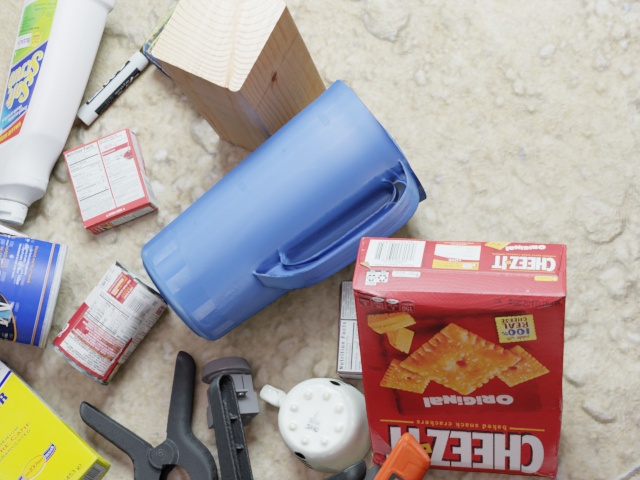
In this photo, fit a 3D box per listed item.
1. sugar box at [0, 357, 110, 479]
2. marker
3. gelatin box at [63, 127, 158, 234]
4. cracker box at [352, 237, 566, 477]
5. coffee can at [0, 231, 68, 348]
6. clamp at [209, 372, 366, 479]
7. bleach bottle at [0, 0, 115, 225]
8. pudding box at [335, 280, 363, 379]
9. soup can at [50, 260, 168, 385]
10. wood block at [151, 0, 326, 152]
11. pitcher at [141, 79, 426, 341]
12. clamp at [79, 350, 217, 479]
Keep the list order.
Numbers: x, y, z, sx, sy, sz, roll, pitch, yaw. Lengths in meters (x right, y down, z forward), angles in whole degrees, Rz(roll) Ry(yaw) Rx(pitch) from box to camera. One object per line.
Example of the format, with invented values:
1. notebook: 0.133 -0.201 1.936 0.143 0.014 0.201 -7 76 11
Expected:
1. sugar box: -0.290 0.190 1.009 0.176 0.048 0.093 37 76 23
2. marker: -0.207 -0.169 1.113 0.121 0.020 0.020 -46 72 -2
3. gelatin box: -0.212 -0.061 1.082 0.073 0.030 0.089 -21 73 7
4. cracker box: 0.117 0.101 0.882 0.164 0.214 0.072 2 39 12
5. coffee can: -0.320 0.040 1.014 0.140 0.103 0.103 12 78 -13
6. clamp: -0.050 0.239 0.921 0.165 0.036 0.210 20 102 31
7. bleach bottle: -0.283 -0.139 1.089 0.103 0.068 0.251 1 76 44
8. pudding box: 0.072 0.084 0.984 0.113 0.039 0.090 1 77 13
9. soup can: -0.201 0.079 1.025 0.068 0.068 0.102 36 85 17
10. wood block: -0.066 -0.151 0.982 0.090 0.206 0.091 26 82 16
11. pitcher: -0.032 -0.017 0.943 0.243 0.149 0.145 -38 83 0
12. clamp: -0.139 0.191 1.001 0.120 0.039 0.171 -37 76 6
